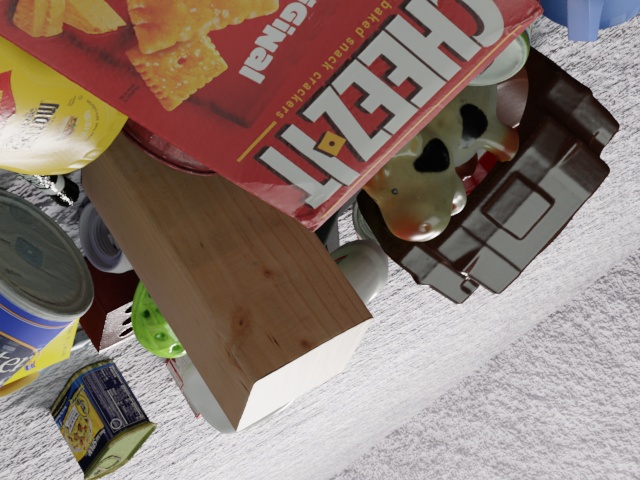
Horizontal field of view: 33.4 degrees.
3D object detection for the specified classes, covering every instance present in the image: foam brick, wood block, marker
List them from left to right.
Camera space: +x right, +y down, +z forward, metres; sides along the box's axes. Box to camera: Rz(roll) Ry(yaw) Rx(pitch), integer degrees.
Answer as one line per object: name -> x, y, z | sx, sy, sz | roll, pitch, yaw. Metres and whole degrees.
marker -> -0.180, -0.045, 0.669 | 0.020, 0.020, 0.121 | -35, 162, -1
foam brick -> -0.169, 0.046, 0.874 | 0.052, 0.051, 0.078 | -26, 160, -28
wood block -> -0.067, 0.004, 0.693 | 0.090, 0.206, 0.091 | -27, 160, -25

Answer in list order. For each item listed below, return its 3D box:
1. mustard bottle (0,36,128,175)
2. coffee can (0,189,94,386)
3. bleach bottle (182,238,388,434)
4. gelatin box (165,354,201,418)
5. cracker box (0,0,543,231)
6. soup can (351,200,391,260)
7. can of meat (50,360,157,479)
mustard bottle -> -0.180, -0.075, 0.529 | 0.096, 0.058, 0.191 | -47, 158, 27
coffee can -> -0.230, 0.049, 0.685 | 0.140, 0.103, 0.102 | -41, 162, 18
bleach bottle -> -0.010, 0.063, 0.909 | 0.103, 0.068, 0.250 | -31, -173, 34
gelatin box -> -0.130, 0.141, 1.157 | 0.030, 0.073, 0.089 | -22, 159, -34
cracker box -> -0.032, -0.119, 0.483 | 0.213, 0.072, 0.164 | 32, 118, -29
soup can -> 0.067, -0.018, 1.083 | 0.068, 0.068, 0.102 | -35, 172, 0
can of meat -> -0.222, 0.181, 1.076 | 0.057, 0.084, 0.102 | -17, 155, -45
